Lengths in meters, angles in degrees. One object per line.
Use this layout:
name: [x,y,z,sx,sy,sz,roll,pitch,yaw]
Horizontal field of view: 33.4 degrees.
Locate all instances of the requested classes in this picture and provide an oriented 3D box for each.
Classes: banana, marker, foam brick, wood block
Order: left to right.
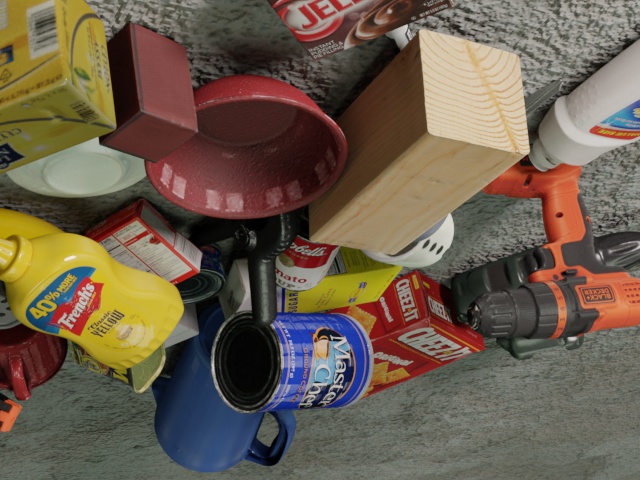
banana: [-0.267,0.010,0.958,0.037,0.069,0.197,19,167,41]
foam brick: [-0.128,-0.106,0.772,0.051,0.078,0.053,15,144,-43]
wood block: [0.071,-0.071,0.868,0.090,0.091,0.206,9,154,-23]
marker: [0.071,-0.143,0.844,0.020,0.020,0.121,-18,153,12]

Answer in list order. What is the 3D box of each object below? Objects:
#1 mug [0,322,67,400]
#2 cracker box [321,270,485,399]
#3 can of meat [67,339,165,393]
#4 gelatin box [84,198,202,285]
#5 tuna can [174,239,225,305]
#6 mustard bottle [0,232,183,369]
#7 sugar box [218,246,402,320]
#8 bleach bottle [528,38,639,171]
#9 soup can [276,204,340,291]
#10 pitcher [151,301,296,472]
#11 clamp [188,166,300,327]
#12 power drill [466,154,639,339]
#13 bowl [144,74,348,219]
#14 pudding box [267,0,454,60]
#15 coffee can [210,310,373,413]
mug: [-0.303,0.102,1.064,0.093,0.117,0.081,-7,148,-8]
cracker box: [0.071,0.128,1.310,0.214,0.072,0.164,-26,151,24]
can of meat: [-0.211,0.097,1.095,0.084,0.057,0.102,19,134,20]
gelatin box: [-0.167,0.009,1.000,0.073,0.030,0.089,-27,126,26]
tuna can: [-0.139,0.034,1.083,0.086,0.034,0.086,-9,153,-5]
mustard bottle: [-0.219,0.044,0.947,0.096,0.058,0.191,-42,133,15]
sugar box: [-0.012,0.044,1.121,0.176,0.048,0.093,-12,157,-21]
bleach bottle: [0.284,-0.129,0.914,0.102,0.068,0.251,11,148,-37]
soup can: [-0.014,-0.002,1.026,0.068,0.068,0.102,-3,151,-17]
pitcher: [-0.107,0.176,1.262,0.149,0.145,0.243,-3,149,-19]
clamp: [-0.056,0.001,0.978,0.039,0.120,0.172,-34,169,-40]
power drill: [0.202,0.004,0.997,0.184,0.187,0.057,-3,153,-21]
bowl: [-0.061,-0.083,0.856,0.162,0.055,0.162,-5,148,-3]
pudding box: [0.024,-0.178,0.735,0.114,0.039,0.090,-21,151,16]
coffee can: [-0.028,0.125,1.103,0.103,0.103,0.140,-33,154,36]
